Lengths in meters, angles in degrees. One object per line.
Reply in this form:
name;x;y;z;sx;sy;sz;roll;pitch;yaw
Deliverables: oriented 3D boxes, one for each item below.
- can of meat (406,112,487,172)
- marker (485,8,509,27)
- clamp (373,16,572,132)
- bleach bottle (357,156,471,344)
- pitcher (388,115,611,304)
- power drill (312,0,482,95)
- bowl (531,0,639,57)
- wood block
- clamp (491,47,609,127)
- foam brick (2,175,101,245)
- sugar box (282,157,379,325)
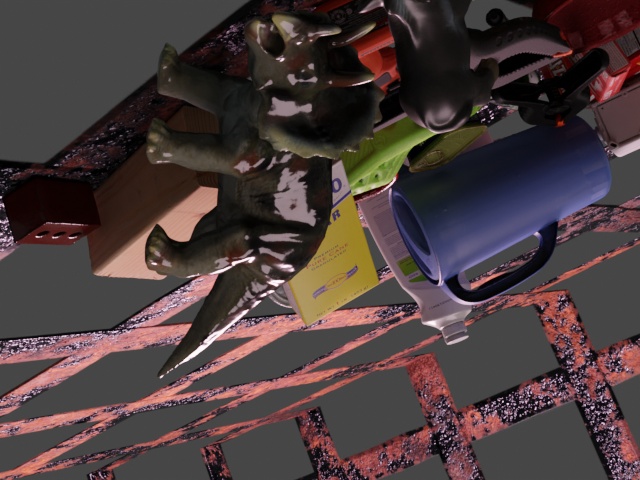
can of meat;0.123;-0.135;1.163;0.057;0.084;0.102;-11;163;-32
marker;0.195;-0.215;1.102;0.020;0.020;0.121;-26;164;20
clamp;0.138;-0.165;0.958;0.209;0.036;0.165;-18;163;-16
bleach bottle;0.122;0.015;1.365;0.103;0.251;0.068;-28;163;26
pitcher;0.213;-0.044;1.242;0.242;0.145;0.149;-24;127;-7
power drill;0.070;-0.176;0.988;0.184;0.057;0.187;-25;162;3
bowl;0.267;-0.242;1.033;0.162;0.055;0.162;-19;165;-5
wood block;-0.151;-0.042;1.090;0.090;0.090;0.207;6;151;-41
clamp;0.256;-0.159;1.134;0.120;0.039;0.171;-13;171;22
foam brick;-0.270;-0.028;1.074;0.053;0.051;0.078;-29;163;30
sugar box;-0.006;-0.004;1.056;0.093;0.048;0.176;-31;136;-11
